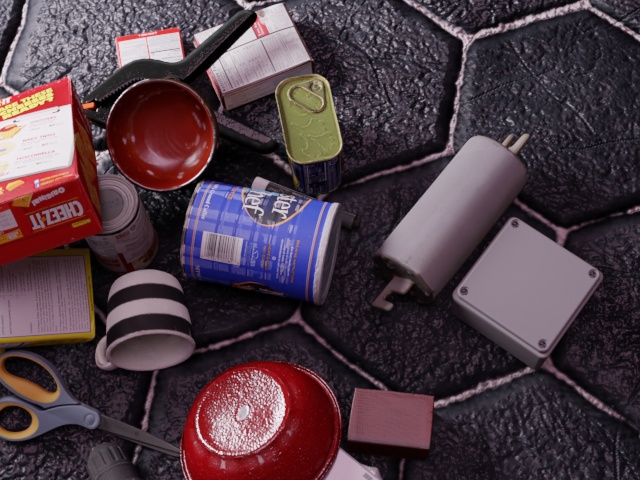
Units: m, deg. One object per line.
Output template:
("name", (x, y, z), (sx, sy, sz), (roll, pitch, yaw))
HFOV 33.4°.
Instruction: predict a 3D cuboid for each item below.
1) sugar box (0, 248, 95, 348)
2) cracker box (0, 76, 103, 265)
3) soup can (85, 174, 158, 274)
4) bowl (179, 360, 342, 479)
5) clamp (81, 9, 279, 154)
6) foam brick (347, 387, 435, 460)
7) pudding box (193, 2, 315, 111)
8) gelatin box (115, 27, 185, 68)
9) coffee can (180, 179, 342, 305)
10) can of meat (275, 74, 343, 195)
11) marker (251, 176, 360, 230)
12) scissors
("sugar box", (-0.309, 0.057, 1.029), (0.175, 0.048, 0.093), (-1, 77, -27))
("cracker box", (-0.298, -0.060, 1.012), (0.164, 0.072, 0.214), (-19, 34, -3))
("soup can", (-0.205, -0.015, 1.073), (0.068, 0.102, 0.068), (-1, 66, 2))
("bowl", (-0.064, 0.170, 0.986), (0.162, 0.055, 0.162), (-10, 52, 13))
("clamp", (-0.147, -0.145, 1.124), (0.210, 0.036, 0.164), (-17, 73, -1))
("foam brick", (0.066, 0.174, 1.007), (0.078, 0.053, 0.051), (6, 67, 4))
("pudding box", (-0.073, -0.205, 1.186), (0.113, 0.039, 0.090), (-23, 68, -5))
("gelatin box", (-0.185, -0.189, 1.188), (0.073, 0.030, 0.089), (-11, 66, -4))
("coffee can", (-0.057, 0.001, 1.060), (0.140, 0.103, 0.102), (11, 67, 7))
("can of meat", (-0.010, -0.108, 1.115), (0.057, 0.084, 0.102), (-11, 67, -2))
("marker", (-0.015, -0.038, 1.121), (0.121, 0.020, 0.020), (21, 69, 11))
("scissors", (-0.238, 0.184, 1.032), (0.202, 0.016, 0.096), (36, 94, 2))
